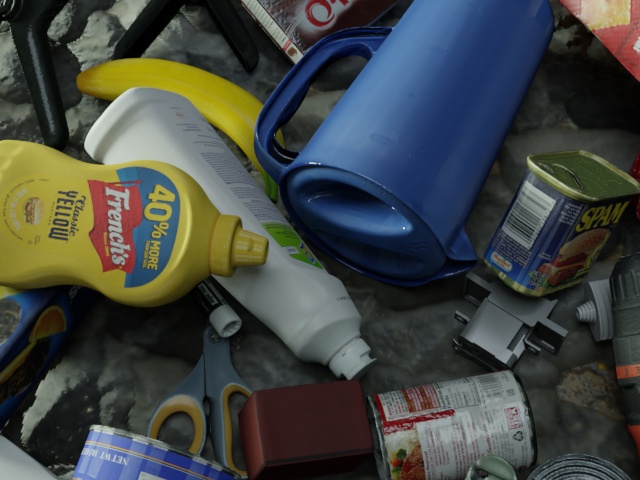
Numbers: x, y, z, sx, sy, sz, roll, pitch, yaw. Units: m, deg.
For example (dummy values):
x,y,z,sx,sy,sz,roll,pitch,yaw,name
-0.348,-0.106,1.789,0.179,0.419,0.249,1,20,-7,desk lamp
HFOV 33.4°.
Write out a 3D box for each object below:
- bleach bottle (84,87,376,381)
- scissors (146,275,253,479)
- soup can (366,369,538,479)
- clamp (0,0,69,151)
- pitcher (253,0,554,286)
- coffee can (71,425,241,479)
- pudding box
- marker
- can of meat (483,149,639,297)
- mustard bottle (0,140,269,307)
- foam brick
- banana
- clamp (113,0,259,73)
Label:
x,y,z,sx,sy,sz,roll,pitch,yaw,name
-0.055,0.001,0.761,0.068,0.102,0.251,-46,75,18,bleach bottle
-0.092,0.083,0.774,0.096,0.016,0.202,-17,64,-6,scissors
0.087,0.128,0.717,0.102,0.068,0.068,-10,64,-4,soup can
-0.262,-0.187,0.864,0.164,0.036,0.210,12,92,10,clamp
0.073,-0.101,0.799,0.145,0.149,0.242,2,52,46,pitcher
-0.119,0.198,0.662,0.103,0.103,0.140,15,72,9,coffee can
0.001,-0.204,0.885,0.113,0.039,0.090,-41,91,-15,pudding box
-0.097,0.024,0.788,0.020,0.020,0.121,-33,58,-14,marker
0.168,-0.013,0.751,0.057,0.084,0.101,39,29,29,can of meat
-0.129,-0.006,0.701,0.191,0.058,0.096,8,79,6,mustard bottle
-0.011,0.129,0.718,0.078,0.053,0.051,-4,65,-20,foam brick
-0.101,-0.105,0.853,0.198,0.037,0.069,30,66,13,banana
-0.099,-0.212,0.909,0.120,0.039,0.171,11,71,0,clamp
